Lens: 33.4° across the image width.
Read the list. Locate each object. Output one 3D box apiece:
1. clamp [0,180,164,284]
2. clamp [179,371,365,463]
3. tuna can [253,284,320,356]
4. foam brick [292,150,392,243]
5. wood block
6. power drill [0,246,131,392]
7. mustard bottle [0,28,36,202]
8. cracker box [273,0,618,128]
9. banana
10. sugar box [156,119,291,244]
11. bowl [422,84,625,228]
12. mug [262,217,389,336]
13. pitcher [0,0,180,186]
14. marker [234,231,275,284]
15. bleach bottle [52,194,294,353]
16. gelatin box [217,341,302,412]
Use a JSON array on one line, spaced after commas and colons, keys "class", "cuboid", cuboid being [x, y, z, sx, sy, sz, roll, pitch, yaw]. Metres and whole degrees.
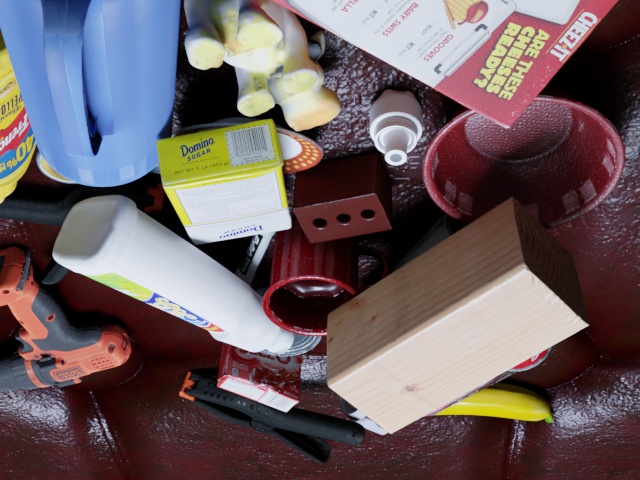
[{"class": "clamp", "cuboid": [-0.220, -0.011, 0.999, 0.171, 0.039, 0.120, -7, 141, 12]}, {"class": "clamp", "cuboid": [-0.055, 0.199, 1.214, 0.210, 0.036, 0.165, 25, 155, -12]}, {"class": "tuna can", "cuboid": [-0.041, 0.082, 1.102, 0.086, 0.033, 0.086, 2, 140, 2]}, {"class": "foam brick", "cuboid": [0.021, -0.037, 0.940, 0.078, 0.051, 0.053, -11, 139, 16]}, {"class": "wood block", "cuboid": [0.110, 0.068, 0.908, 0.206, 0.090, 0.090, -34, 122, 27]}, {"class": "power drill", "cuboid": [-0.318, 0.091, 1.117, 0.185, 0.057, 0.187, -16, 139, 17]}, {"class": "mustard bottle", "cuboid": [-0.268, -0.096, 0.859, 0.058, 0.096, 0.192, 32, 142, 13]}, {"class": "cracker box", "cuboid": [0.087, -0.194, 0.716, 0.213, 0.072, 0.164, 24, 124, -23]}, {"class": "banana", "cuboid": [0.177, 0.186, 1.208, 0.197, 0.037, 0.070, 6, 139, -3]}, {"class": "sugar box", "cuboid": [-0.075, -0.044, 0.881, 0.093, 0.048, 0.176, -10, 168, -2]}, {"class": "bowl", "cuboid": [0.164, -0.077, 0.878, 0.162, 0.055, 0.162, 2, 140, 2]}, {"class": "mug", "cuboid": [0.006, 0.029, 0.997, 0.117, 0.081, 0.093, -5, 139, 10]}, {"class": "pitcher", "cuboid": [-0.161, -0.136, 0.750, 0.145, 0.149, 0.243, 41, 153, 17]}, {"class": "marker", "cuboid": [-0.057, 0.001, 1.017, 0.020, 0.020, 0.121, 15, 139, -13]}, {"class": "bleach bottle", "cuboid": [-0.115, 0.045, 0.978, 0.250, 0.068, 0.103, 33, 159, -36]}, {"class": "gelatin box", "cuboid": [-0.064, 0.132, 1.133, 0.089, 0.073, 0.030, 24, 135, -22]}]
